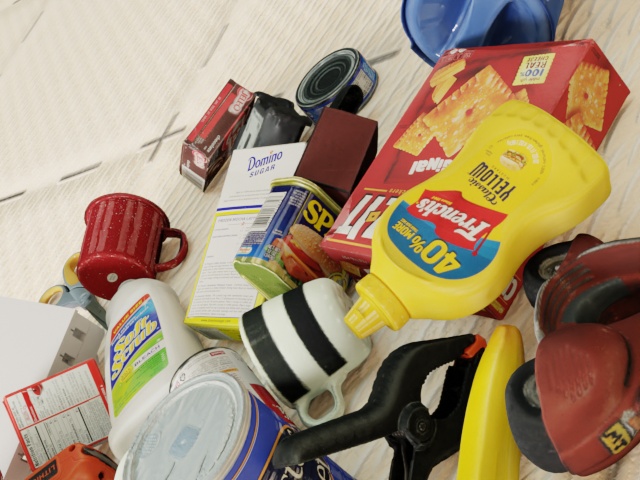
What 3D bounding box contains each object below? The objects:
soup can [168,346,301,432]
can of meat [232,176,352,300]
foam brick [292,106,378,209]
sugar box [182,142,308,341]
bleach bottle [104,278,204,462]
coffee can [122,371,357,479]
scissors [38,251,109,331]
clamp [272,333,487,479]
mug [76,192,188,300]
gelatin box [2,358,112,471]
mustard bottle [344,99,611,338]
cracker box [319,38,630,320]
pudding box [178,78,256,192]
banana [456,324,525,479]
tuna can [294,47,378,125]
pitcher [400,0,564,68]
[{"bbox_3d":[-0.065,0.135,0.807,0.068,0.068,0.102,-45,45,0],"label":"soup can"},{"bbox_3d":[-0.015,0.011,0.883,0.058,0.102,0.084,-1,54,49],"label":"can of meat"},{"bbox_3d":[0.013,-0.065,0.910,0.051,0.053,0.078,17,63,10],"label":"foam brick"},{"bbox_3d":[-0.056,0.001,0.953,0.094,0.048,0.176,-1,63,40],"label":"sugar box"},{"bbox_3d":[-0.160,0.106,0.979,0.102,0.068,0.251,-44,29,2],"label":"bleach bottle"},{"bbox_3d":[-0.045,0.166,0.699,0.103,0.140,0.103,-30,35,23],"label":"coffee can"},{"bbox_3d":[-0.273,0.077,1.185,0.096,0.016,0.202,-43,32,7],"label":"scissors"},{"bbox_3d":[0.046,0.117,0.681,0.039,0.120,0.171,-11,41,52],"label":"clamp"},{"bbox_3d":[-0.197,0.011,1.118,0.117,0.093,0.081,1,49,3],"label":"mug"},{"bbox_3d":[-0.231,0.158,0.960,0.089,0.073,0.030,-23,-11,-14],"label":"gelatin box"},{"bbox_3d":[0.092,-0.004,0.703,0.191,0.058,0.096,-41,57,-7],"label":"mustard bottle"},{"bbox_3d":[0.117,-0.055,0.833,0.164,0.072,0.213,10,62,53],"label":"cracker box"},{"bbox_3d":[-0.111,-0.111,1.143,0.090,0.039,0.114,-55,1,-18],"label":"pudding box"},{"bbox_3d":[0.105,0.139,0.638,0.197,0.037,0.070,-77,7,-49],"label":"banana"},{"bbox_3d":[0.016,-0.158,1.103,0.086,0.033,0.086,-30,35,23],"label":"tuna can"},{"bbox_3d":[0.177,-0.267,0.956,0.149,0.145,0.242,12,54,18],"label":"pitcher"}]
